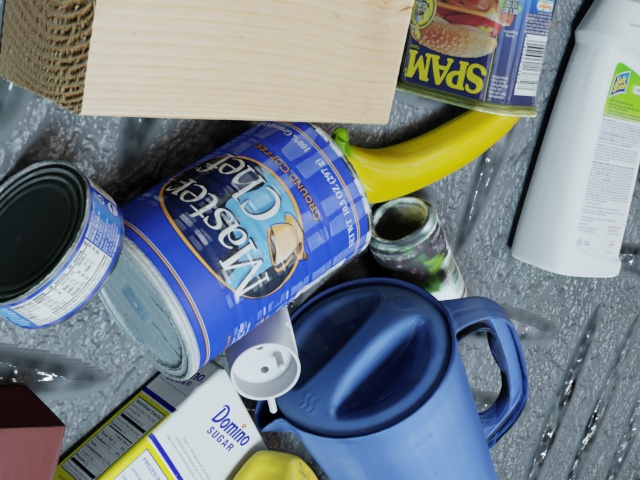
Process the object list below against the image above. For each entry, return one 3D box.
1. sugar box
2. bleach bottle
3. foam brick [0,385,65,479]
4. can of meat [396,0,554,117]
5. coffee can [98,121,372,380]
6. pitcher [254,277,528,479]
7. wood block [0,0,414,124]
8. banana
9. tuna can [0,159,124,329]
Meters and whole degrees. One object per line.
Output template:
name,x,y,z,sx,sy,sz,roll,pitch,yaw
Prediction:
sugar box,-0.120,0.161,0.684,0.176,0.048,0.093,-43,133,-25
bleach bottle,0.233,-0.097,0.880,0.102,0.068,0.251,3,104,-44
foam brick,-0.186,0.128,0.600,0.051,0.053,0.078,8,103,-45
can of meat,0.103,-0.134,0.713,0.057,0.102,0.084,-4,109,-43
coffee can,-0.054,0.001,0.627,0.140,0.103,0.103,-35,130,-26
pitcher,0.071,0.145,0.792,0.145,0.149,0.242,-62,144,-31
wood block,-0.056,-0.118,0.580,0.205,0.090,0.091,-5,112,-42
banana,0.071,-0.062,0.749,0.197,0.037,0.070,-19,159,-42
tuna can,-0.145,0.002,0.556,0.086,0.086,0.033,-55,137,-9
